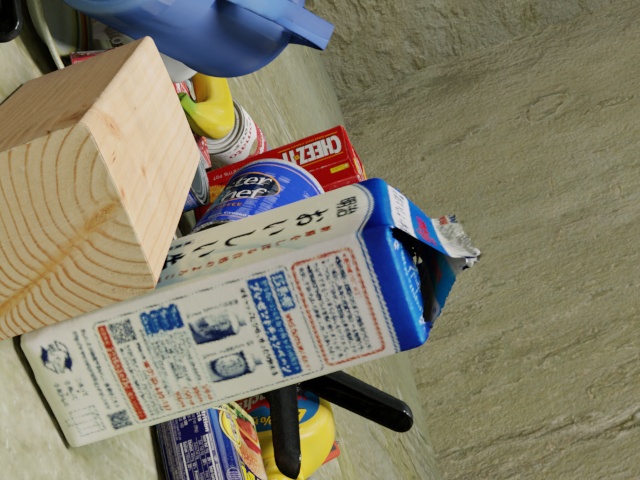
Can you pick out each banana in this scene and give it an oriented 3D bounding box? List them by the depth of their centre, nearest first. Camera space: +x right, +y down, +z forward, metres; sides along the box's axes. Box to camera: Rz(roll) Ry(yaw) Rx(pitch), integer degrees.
[{"bbox_3d":[-0.107,-0.140,1.020,0.198,0.037,0.069,-101,171,-66],"label":"banana"}]

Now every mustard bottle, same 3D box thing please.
[{"bbox_3d":[-0.038,0.140,0.850,0.191,0.096,0.058,-98,177,-55],"label":"mustard bottle"}]

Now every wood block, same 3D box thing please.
[{"bbox_3d":[-0.133,-0.039,0.595,0.206,0.091,0.090,-91,162,-68],"label":"wood block"}]

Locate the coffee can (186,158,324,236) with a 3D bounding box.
[{"bbox_3d":[-0.056,0.001,0.924,0.140,0.103,0.103,-62,135,-62],"label":"coffee can"}]

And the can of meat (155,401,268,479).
[{"bbox_3d":[-0.070,0.157,0.726,0.102,0.057,0.084,61,10,-60],"label":"can of meat"}]

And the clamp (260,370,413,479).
[{"bbox_3d":[-0.010,0.104,0.820,0.172,0.120,0.039,56,-44,38],"label":"clamp"}]

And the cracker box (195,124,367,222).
[{"bbox_3d":[-0.022,-0.021,1.116,0.213,0.164,0.072,59,13,-62],"label":"cracker box"}]

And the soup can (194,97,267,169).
[{"bbox_3d":[-0.100,-0.110,1.128,0.102,0.068,0.068,47,26,-75],"label":"soup can"}]

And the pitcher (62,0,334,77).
[{"bbox_3d":[-0.095,-0.194,0.771,0.242,0.149,0.145,-9,80,-75],"label":"pitcher"}]
